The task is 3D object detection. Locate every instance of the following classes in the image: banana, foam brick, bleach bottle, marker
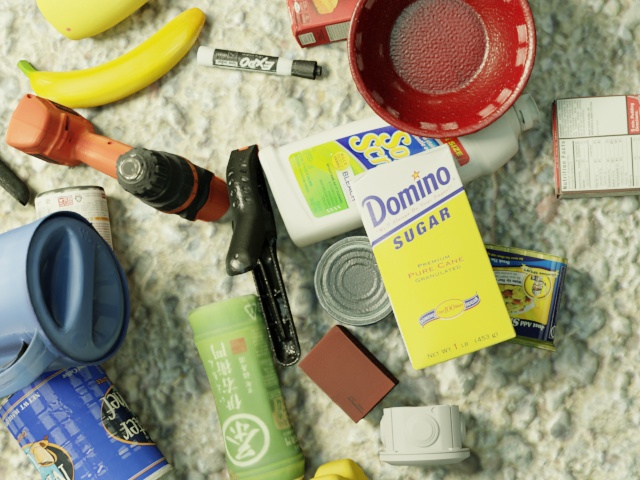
[{"bbox_3d":[-0.201,-0.170,1.039,0.198,0.037,0.069,-14,85,6],"label":"banana"},{"bbox_3d":[0.026,0.122,0.982,0.053,0.051,0.078,-45,82,3],"label":"foam brick"},{"bbox_3d":[0.077,-0.082,0.985,0.251,0.068,0.102,-22,83,3],"label":"bleach bottle"},{"bbox_3d":[-0.058,-0.171,1.028,0.121,0.020,0.020,9,87,8],"label":"marker"}]

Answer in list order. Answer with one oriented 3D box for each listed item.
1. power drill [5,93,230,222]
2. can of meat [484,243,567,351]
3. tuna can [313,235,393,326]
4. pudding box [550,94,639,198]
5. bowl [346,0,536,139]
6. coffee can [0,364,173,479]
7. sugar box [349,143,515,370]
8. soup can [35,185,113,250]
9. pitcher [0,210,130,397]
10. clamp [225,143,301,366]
[{"bbox_3d":[-0.188,-0.073,0.967,0.188,0.184,0.057,24,89,18],"label":"power drill"},{"bbox_3d":[0.168,0.050,0.966,0.102,0.057,0.084,10,86,8],"label":"can of meat"},{"bbox_3d":[0.037,0.038,0.995,0.086,0.033,0.086,-1,86,7],"label":"tuna can"},{"bbox_3d":[0.269,-0.086,0.970,0.113,0.039,0.090,-2,86,9],"label":"pudding box"},{"bbox_3d":[0.104,-0.171,0.934,0.162,0.055,0.162,1,100,3],"label":"bowl"},{"bbox_3d":[-0.217,0.185,0.984,0.103,0.102,0.140,-37,82,4],"label":"coffee can"},{"bbox_3d":[0.095,0.014,0.922,0.093,0.048,0.176,-20,86,2],"label":"sugar box"},{"bbox_3d":[-0.232,0.004,1.015,0.068,0.068,0.102,-10,85,7],"label":"soup can"},{"bbox_3d":[-0.302,0.072,0.931,0.243,0.149,0.145,-15,82,25],"label":"pitcher"},{"bbox_3d":[-0.056,0.001,0.969,0.036,0.164,0.210,-14,45,5],"label":"clamp"}]
